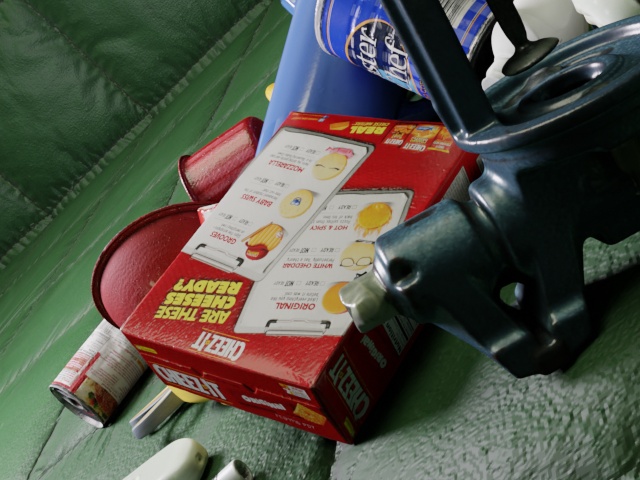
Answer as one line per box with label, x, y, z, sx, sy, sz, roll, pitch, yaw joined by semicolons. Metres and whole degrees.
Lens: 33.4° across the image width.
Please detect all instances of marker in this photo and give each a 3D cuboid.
marker;-0.092;0.188;0.707;0.121;0.020;0.020;-43;16;16

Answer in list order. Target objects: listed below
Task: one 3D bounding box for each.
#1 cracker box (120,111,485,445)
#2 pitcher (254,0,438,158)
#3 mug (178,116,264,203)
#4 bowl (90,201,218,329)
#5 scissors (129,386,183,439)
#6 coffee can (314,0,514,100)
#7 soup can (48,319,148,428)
cracker box;-0.001;0.013;0.698;0.164;0.072;0.213;10;54;39
pitcher;0.031;-0.143;0.967;0.149;0.144;0.242;-24;41;46
mug;-0.069;-0.054;1.002;0.082;0.093;0.117;-34;60;17
bowl;-0.116;0.044;0.936;0.162;0.161;0.055;-43;45;14
scissors;-0.093;0.103;0.907;0.202;0.016;0.096;-42;5;14
coffee can;0.081;-0.170;0.844;0.102;0.140;0.103;-42;-31;-33
soup can;-0.218;0.130;1.089;0.102;0.068;0.069;-54;17;-25
